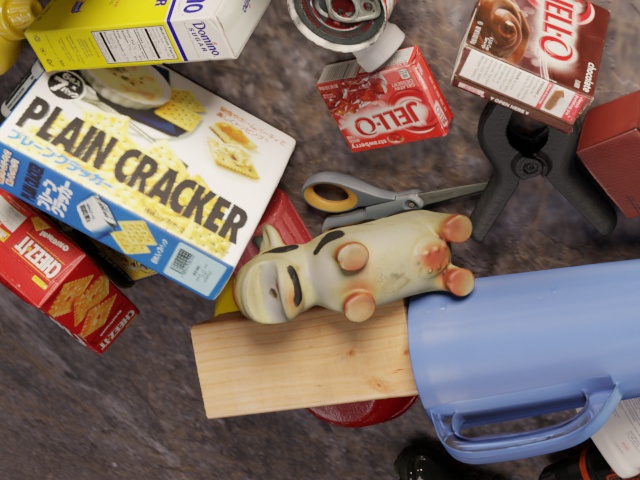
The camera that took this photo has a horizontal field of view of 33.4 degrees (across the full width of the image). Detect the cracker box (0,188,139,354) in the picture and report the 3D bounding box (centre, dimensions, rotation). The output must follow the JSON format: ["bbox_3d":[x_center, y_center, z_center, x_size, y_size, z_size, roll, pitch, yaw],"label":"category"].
[{"bbox_3d":[-0.279,0.021,1.041,0.164,0.072,0.213,38,168,14],"label":"cracker box"}]

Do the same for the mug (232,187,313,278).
[{"bbox_3d":[-0.057,0.001,1.001,0.117,0.093,0.081,29,154,56],"label":"mug"}]

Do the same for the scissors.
[{"bbox_3d":[0.063,-0.044,0.933,0.096,0.016,0.202,40,139,-23],"label":"scissors"}]

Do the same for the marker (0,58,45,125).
[{"bbox_3d":[-0.280,-0.136,1.001,0.020,0.020,0.121,39,139,-18],"label":"marker"}]

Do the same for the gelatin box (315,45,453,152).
[{"bbox_3d":[0.051,-0.111,0.853,0.089,0.030,0.073,-6,132,32],"label":"gelatin box"}]

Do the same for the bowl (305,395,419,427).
[{"bbox_3d":[0.022,0.133,1.083,0.162,0.055,0.162,10,118,19],"label":"bowl"}]

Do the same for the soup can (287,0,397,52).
[{"bbox_3d":[0.026,-0.185,0.724,0.068,0.102,0.068,14,140,12],"label":"soup can"}]

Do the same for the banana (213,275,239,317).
[{"bbox_3d":[-0.076,0.071,1.115,0.069,0.037,0.198,38,141,-3],"label":"banana"}]

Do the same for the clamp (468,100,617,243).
[{"bbox_3d":[0.177,-0.063,0.838,0.120,0.039,0.171,-1,134,6],"label":"clamp"}]

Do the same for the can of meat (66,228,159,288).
[{"bbox_3d":[-0.189,-0.006,1.074,0.084,0.057,0.102,-17,127,36],"label":"can of meat"}]

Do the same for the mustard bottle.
[{"bbox_3d":[-0.318,-0.184,0.934,0.192,0.058,0.096,-5,132,31],"label":"mustard bottle"}]

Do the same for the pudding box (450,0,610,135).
[{"bbox_3d":[0.142,-0.132,0.719,0.090,0.113,0.039,22,138,1],"label":"pudding box"}]

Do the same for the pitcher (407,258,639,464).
[{"bbox_3d":[0.203,0.092,0.900,0.243,0.144,0.149,-11,91,23],"label":"pitcher"}]

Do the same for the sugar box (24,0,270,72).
[{"bbox_3d":[-0.131,-0.177,0.822,0.176,0.093,0.048,-2,135,27],"label":"sugar box"}]

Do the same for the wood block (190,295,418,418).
[{"bbox_3d":[-0.005,0.103,0.997,0.206,0.090,0.090,-10,92,18],"label":"wood block"}]
